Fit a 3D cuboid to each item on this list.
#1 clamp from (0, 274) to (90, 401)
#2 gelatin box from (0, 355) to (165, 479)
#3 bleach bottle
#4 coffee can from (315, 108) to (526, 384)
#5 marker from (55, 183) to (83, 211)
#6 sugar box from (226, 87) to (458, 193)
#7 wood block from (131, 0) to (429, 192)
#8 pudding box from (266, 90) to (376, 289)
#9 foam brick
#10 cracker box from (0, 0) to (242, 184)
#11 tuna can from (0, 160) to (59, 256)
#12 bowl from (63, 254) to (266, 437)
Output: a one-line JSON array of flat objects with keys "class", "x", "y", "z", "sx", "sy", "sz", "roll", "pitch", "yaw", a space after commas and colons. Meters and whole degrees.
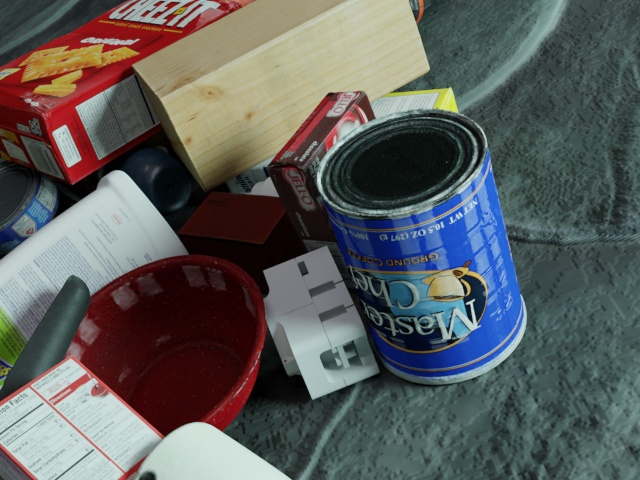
[{"class": "clamp", "x": -0.190, "y": 0.104, "z": 0.643, "sx": 0.164, "sy": 0.036, "sz": 0.210, "roll": -20, "pitch": 48, "yaw": -23}, {"class": "gelatin box", "x": -0.138, "y": 0.115, "z": 0.594, "sx": 0.089, "sy": 0.030, "sz": 0.073, "roll": 37, "pitch": 44, "yaw": 16}, {"class": "bleach bottle", "x": -0.216, "y": 0.057, "z": 0.751, "sx": 0.250, "sy": 0.068, "sz": 0.102, "roll": -37, "pitch": 84, "yaw": -26}, {"class": "coffee can", "x": 0.065, "y": 0.005, "z": 0.660, "sx": 0.103, "sy": 0.140, "sz": 0.103, "roll": -13, "pitch": 38, "yaw": 10}, {"class": "marker", "x": -0.200, "y": -0.024, "z": 0.918, "sx": 0.020, "sy": 0.020, "sz": 0.121, "roll": -40, "pitch": 41, "yaw": -23}, {"class": "sugar box", "x": 0.016, "y": -0.075, "z": 0.860, "sx": 0.176, "sy": 0.048, "sz": 0.093, "roll": -2, "pitch": 40, "yaw": 28}, {"class": "wood block", "x": -0.030, "y": -0.137, "z": 0.849, "sx": 0.206, "sy": 0.090, "sz": 0.091, "roll": -30, "pitch": 36, "yaw": -8}, {"class": "pudding box", "x": 0.016, "y": -0.036, "z": 0.755, "sx": 0.039, "sy": 0.113, "sz": 0.090, "roll": 7, "pitch": 45, "yaw": 36}, {"class": "foam brick", "x": -0.055, "y": 0.001, "z": 0.795, "sx": 0.078, "sy": 0.051, "sz": 0.053, "roll": 7, "pitch": 44, "yaw": 31}, {"class": "cracker box", "x": -0.185, "y": -0.142, "z": 0.933, "sx": 0.213, "sy": 0.072, "sz": 0.164, "roll": -37, "pitch": 35, "yaw": -29}, {"class": "tuna can", "x": -0.270, "y": -0.029, "z": 0.929, "sx": 0.086, "sy": 0.033, "sz": 0.086, "roll": -18, "pitch": 48, "yaw": 21}, {"class": "bowl", "x": -0.101, "y": 0.087, "z": 0.698, "sx": 0.162, "sy": 0.055, "sz": 0.162, "roll": -15, "pitch": 44, "yaw": 14}]
